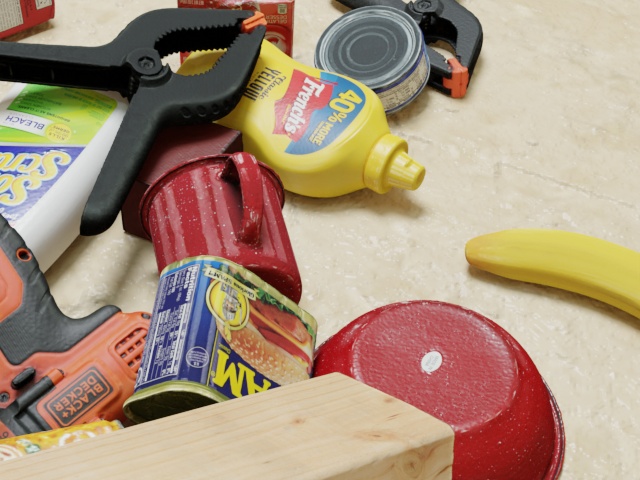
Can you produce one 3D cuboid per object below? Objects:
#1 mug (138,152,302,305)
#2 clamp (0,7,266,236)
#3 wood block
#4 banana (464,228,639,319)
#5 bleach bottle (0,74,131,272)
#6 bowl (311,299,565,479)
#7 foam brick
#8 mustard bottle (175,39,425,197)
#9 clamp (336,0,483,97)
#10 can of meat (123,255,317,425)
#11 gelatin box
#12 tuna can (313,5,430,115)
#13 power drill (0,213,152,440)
[{"bbox_3d":[-0.054,0.001,0.636,0.093,0.117,0.081,2,48,-23],"label":"mug"},{"bbox_3d":[-0.126,-0.109,0.702,0.165,0.036,0.209,42,56,14],"label":"clamp"},{"bbox_3d":[-0.048,0.131,0.464,0.205,0.091,0.090,-10,19,-37],"label":"wood block"},{"bbox_3d":[0.187,0.034,0.666,0.198,0.037,0.069,32,51,26],"label":"banana"},{"bbox_3d":[-0.198,-0.013,0.678,0.102,0.068,0.250,17,50,8],"label":"bleach bottle"},{"bbox_3d":[0.061,0.086,0.596,0.162,0.055,0.162,1,45,-1],"label":"bowl"},{"bbox_3d":[-0.092,-0.040,0.715,0.051,0.053,0.078,21,48,17],"label":"foam brick"},{"bbox_3d":[-0.012,-0.081,0.755,0.192,0.058,0.096,27,58,21],"label":"mustard bottle"},{"bbox_3d":[0.073,-0.181,0.874,0.120,0.039,0.171,-14,49,4],"label":"clamp"},{"bbox_3d":[-0.048,0.067,0.569,0.058,0.102,0.084,-21,46,34],"label":"can of meat"},{"bbox_3d":[-0.065,-0.162,0.823,0.089,0.073,0.030,3,46,-1],"label":"gelatin box"},{"bbox_3d":[0.039,-0.137,0.811,0.086,0.033,0.086,-7,58,12],"label":"tuna can"},{"bbox_3d":[-0.194,0.055,0.571,0.184,0.057,0.187,-39,86,-27],"label":"power drill"}]
